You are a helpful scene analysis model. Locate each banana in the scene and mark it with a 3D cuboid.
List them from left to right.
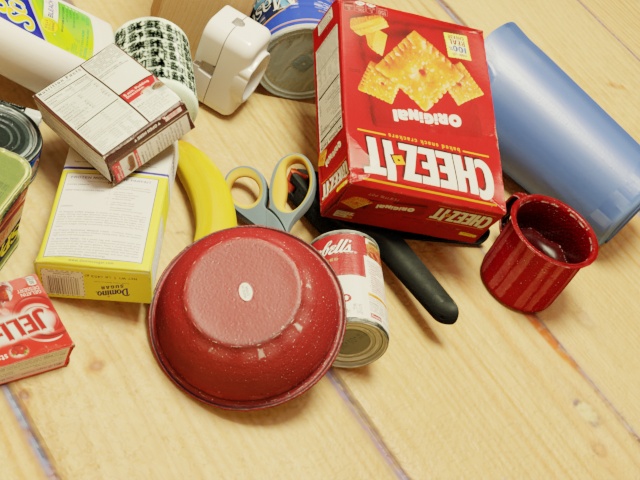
[{"bbox_3d":[-0.107,-0.018,0.945,0.069,0.037,0.197,15,44,-14],"label":"banana"}]

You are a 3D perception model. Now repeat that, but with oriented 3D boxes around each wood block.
[{"bbox_3d":[-0.105,-0.283,1.076,0.090,0.206,0.090,12,45,-16],"label":"wood block"}]

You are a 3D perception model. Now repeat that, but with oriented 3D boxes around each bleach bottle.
[{"bbox_3d":[-0.305,-0.201,0.943,0.250,0.068,0.102,23,41,-34],"label":"bleach bottle"}]

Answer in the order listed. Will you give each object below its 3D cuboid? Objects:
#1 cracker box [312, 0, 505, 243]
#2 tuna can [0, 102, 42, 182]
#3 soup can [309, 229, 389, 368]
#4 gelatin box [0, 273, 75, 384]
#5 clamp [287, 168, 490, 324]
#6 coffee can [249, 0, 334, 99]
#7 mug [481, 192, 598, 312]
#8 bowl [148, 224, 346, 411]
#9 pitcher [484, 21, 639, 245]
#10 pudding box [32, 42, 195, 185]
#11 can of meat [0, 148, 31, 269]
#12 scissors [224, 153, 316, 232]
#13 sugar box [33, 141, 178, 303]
[{"bbox_3d":[0.082,-0.117,1.016,0.164,0.072,0.213,9,60,-21],"label":"cracker box"},{"bbox_3d":[-0.284,-0.081,0.919,0.086,0.034,0.086,14,44,-14],"label":"tuna can"},{"bbox_3d":[0.022,0.051,0.921,0.068,0.069,0.102,12,45,-16],"label":"soup can"},{"bbox_3d":[-0.240,0.069,0.800,0.089,0.030,0.073,-15,57,-36],"label":"gelatin box"},{"bbox_3d":[0.059,-0.006,1.013,0.210,0.036,0.164,24,34,-2],"label":"clamp"},{"bbox_3d":[-0.027,-0.236,1.139,0.102,0.103,0.140,7,51,-21],"label":"coffee can"},{"bbox_3d":[0.205,0.007,1.045,0.093,0.082,0.117,-1,50,-28],"label":"mug"},{"bbox_3d":[-0.059,0.050,0.841,0.162,0.055,0.162,0,65,1],"label":"bowl"},{"bbox_3d":[0.252,-0.112,1.162,0.243,0.145,0.149,45,57,13],"label":"pitcher"},{"bbox_3d":[-0.178,-0.111,0.915,0.090,0.039,0.114,-39,56,-18],"label":"pudding box"},{"bbox_3d":[-0.269,-0.014,0.825,0.057,0.084,0.102,25,42,-3],"label":"can of meat"},{"bbox_3d":[-0.056,0.001,0.963,0.096,0.016,0.201,7,57,12],"label":"scissors"},{"bbox_3d":[-0.176,-0.027,0.902,0.093,0.048,0.176,5,43,-1],"label":"sugar box"}]
